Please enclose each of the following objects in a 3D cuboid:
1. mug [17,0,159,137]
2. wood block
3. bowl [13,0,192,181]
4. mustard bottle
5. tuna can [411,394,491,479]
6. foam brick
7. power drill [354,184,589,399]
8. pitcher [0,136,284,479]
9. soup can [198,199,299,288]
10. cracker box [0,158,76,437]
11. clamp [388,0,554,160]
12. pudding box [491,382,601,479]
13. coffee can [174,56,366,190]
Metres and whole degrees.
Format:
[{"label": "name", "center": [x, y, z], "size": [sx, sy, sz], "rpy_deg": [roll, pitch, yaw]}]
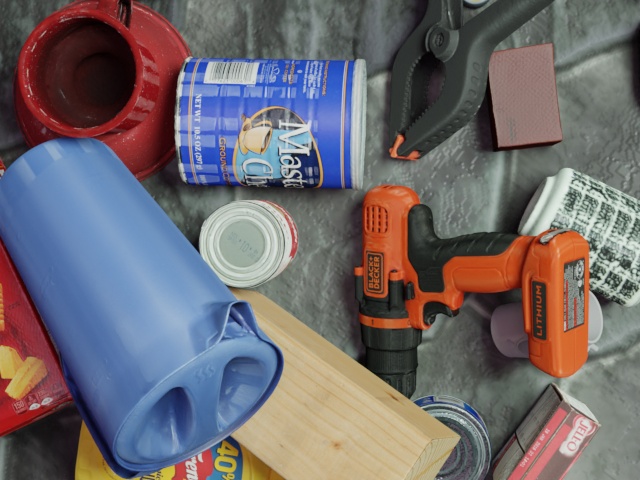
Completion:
[{"label": "mug", "center": [-0.166, -0.134, 0.805], "size": [0.093, 0.081, 0.117], "rpy_deg": [15, 94, 4]}, {"label": "wood block", "center": [-0.009, 0.128, 0.825], "size": [0.206, 0.090, 0.090], "rpy_deg": [34, 95, 22]}, {"label": "bowl", "center": [-0.184, -0.124, 0.877], "size": [0.162, 0.055, 0.162], "rpy_deg": [0, 93, 5]}, {"label": "mustard bottle", "center": [-0.102, 0.184, 0.883], "size": [0.191, 0.058, 0.096], "rpy_deg": [9, 95, 4]}, {"label": "tuna can", "center": [0.097, 0.172, 0.878], "size": [0.086, 0.033, 0.086], "rpy_deg": [0, 93, 5]}, {"label": "foam brick", "center": [0.160, -0.113, 0.851], "size": [0.053, 0.051, 0.078], "rpy_deg": [-6, 92, 6]}, {"label": "power drill", "center": [0.109, 0.053, 0.820], "size": [0.188, 0.057, 0.184], "rpy_deg": [6, 104, 37]}, {"label": "pitcher", "center": [-0.149, 0.045, 0.784], "size": [0.149, 0.145, 0.243], "rpy_deg": [-35, 60, -8]}, {"label": "soup can", "center": [-0.056, 0.001, 0.849], "size": [0.068, 0.102, 0.068], "rpy_deg": [0, 92, 5]}, {"label": "cracker box", "center": [-0.299, 0.060, 0.876], "size": [0.164, 0.072, 0.214], "rpy_deg": [-26, 90, 14]}, {"label": "clamp", "center": [0.111, -0.153, 0.822], "size": [0.036, 0.165, 0.210], "rpy_deg": [5, 111, -39]}, {"label": "pudding box", "center": [0.174, 0.162, 0.832], "size": [0.039, 0.113, 0.090], "rpy_deg": [36, 95, 5]}, {"label": "coffee can", "center": [-0.036, -0.092, 0.842], "size": [0.140, 0.103, 0.103], "rpy_deg": [2, 93, 5]}]
